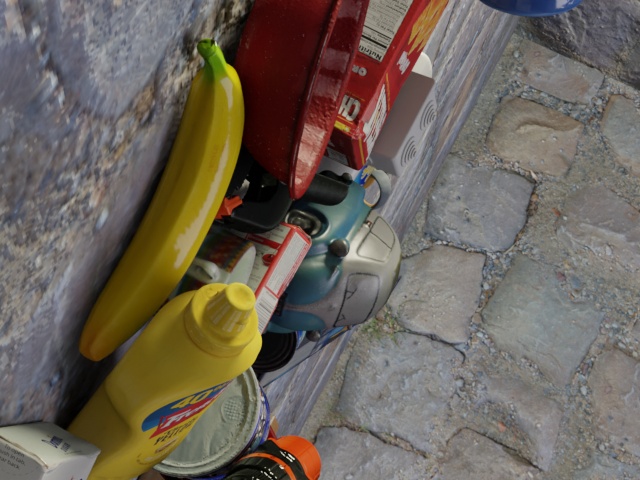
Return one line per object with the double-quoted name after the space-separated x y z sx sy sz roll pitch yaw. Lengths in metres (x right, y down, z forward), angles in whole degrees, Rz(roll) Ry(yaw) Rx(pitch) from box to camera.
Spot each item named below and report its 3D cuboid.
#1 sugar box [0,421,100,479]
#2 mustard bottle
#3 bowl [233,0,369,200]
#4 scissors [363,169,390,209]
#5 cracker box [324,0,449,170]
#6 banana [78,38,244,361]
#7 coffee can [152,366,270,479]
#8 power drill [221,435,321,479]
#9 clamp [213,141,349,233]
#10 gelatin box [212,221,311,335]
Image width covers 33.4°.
-0.186 0.188 0.581 0.176 0.048 0.093 -62 173 -3 "sugar box"
-0.087 0.080 0.640 0.096 0.058 0.192 -23 162 -42 "mustard bottle"
-0.016 -0.109 0.652 0.162 0.055 0.162 19 89 -85 "bowl"
0.020 -0.063 1.223 0.016 0.096 0.202 -20 -178 -27 "scissors"
0.052 -0.174 0.884 0.213 0.072 0.164 -63 174 -2 "cracker box"
-0.086 -0.023 0.609 0.069 0.037 0.198 -3 119 -56 "banana"
-0.093 0.130 0.813 0.102 0.103 0.140 -62 173 -12 "coffee can"
-0.084 0.223 0.763 0.188 0.057 0.184 -45 169 10 "power drill"
-0.029 -0.047 0.739 0.171 0.039 0.120 -51 125 -45 "clamp"
-0.058 0.022 0.777 0.089 0.073 0.030 -61 144 -13 "gelatin box"
